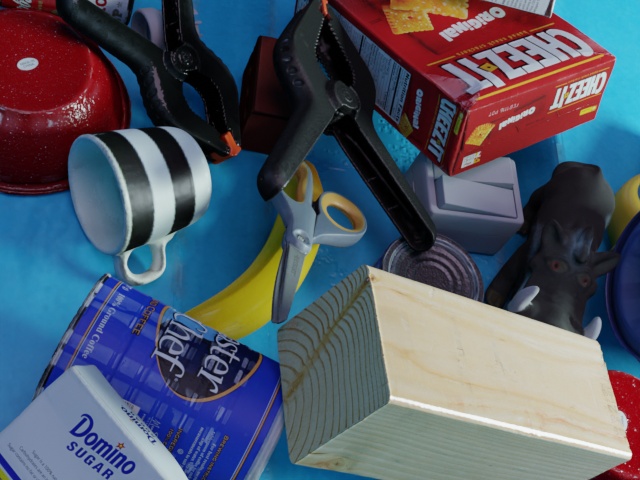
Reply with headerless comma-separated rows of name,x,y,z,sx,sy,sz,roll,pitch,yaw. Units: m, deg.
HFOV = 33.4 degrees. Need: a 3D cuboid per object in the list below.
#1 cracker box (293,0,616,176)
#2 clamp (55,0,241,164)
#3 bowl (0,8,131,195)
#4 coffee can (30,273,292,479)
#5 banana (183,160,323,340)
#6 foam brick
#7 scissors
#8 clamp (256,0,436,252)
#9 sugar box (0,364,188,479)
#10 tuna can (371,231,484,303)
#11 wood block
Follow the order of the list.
cracker box,0.104,-0.161,0.872,0.163,0.072,0.214,-23,52,-29
clamp,-0.108,-0.142,0.805,0.120,0.039,0.171,-46,111,-28
bowl,-0.215,-0.115,0.777,0.162,0.055,0.162,8,60,-15
coffee can,-0.096,0.097,0.669,0.140,0.103,0.102,28,56,-3
banana,-0.043,0.015,0.774,0.069,0.037,0.197,39,56,5
foam brick,-0.034,-0.113,0.841,0.051,0.053,0.078,11,58,-13
scissors,-0.001,0.006,0.724,0.096,0.016,0.202,26,30,-25
clamp,0.016,-0.090,0.792,0.164,0.036,0.210,25,46,-36
sugar box,-0.166,0.161,0.592,0.176,0.048,0.093,-42,80,0
tuna can,0.080,0.037,0.807,0.086,0.034,0.086,9,59,-15
wood block,0.084,0.096,0.662,0.205,0.091,0.090,18,49,-34
